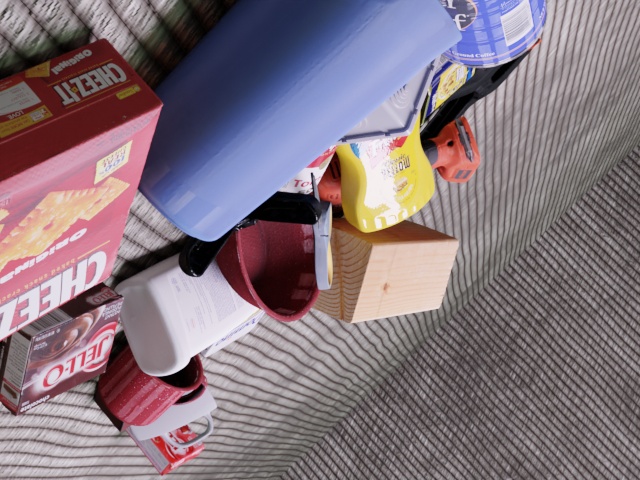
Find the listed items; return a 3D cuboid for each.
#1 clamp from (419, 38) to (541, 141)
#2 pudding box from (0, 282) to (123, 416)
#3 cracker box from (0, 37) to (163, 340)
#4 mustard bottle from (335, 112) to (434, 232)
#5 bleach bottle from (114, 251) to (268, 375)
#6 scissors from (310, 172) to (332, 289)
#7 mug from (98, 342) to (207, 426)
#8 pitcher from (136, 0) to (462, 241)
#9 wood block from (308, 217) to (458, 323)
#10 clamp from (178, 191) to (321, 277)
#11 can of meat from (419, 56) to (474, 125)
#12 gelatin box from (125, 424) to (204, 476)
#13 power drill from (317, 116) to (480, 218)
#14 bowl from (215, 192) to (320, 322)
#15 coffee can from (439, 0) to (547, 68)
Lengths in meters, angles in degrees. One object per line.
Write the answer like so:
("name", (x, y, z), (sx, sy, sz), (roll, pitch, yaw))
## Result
("clamp", (0.182, -0.184, 1.297), (0.209, 0.036, 0.165), (-38, 164, -19))
("pudding box", (-0.232, 0.094, 0.948), (0.113, 0.039, 0.090), (-23, 139, -51))
("cracker box", (-0.202, -0.014, 0.697), (0.163, 0.072, 0.214), (-32, 163, -35))
("mustard bottle", (0.053, -0.107, 1.018), (0.096, 0.058, 0.191), (-28, 128, -18))
("bleach bottle", (-0.094, 0.045, 1.096), (0.068, 0.102, 0.250), (-15, -173, 39))
("scissors", (0.000, -0.030, 1.007), (0.016, 0.096, 0.202), (0, 142, 3))
("mug", (-0.180, 0.152, 1.170), (0.117, 0.093, 0.082), (23, 124, -37))
("pitcher", (-0.027, -0.115, 0.773), (0.243, 0.145, 0.149), (-42, 131, 8))
("wood block", (0.063, 0.029, 1.194), (0.205, 0.090, 0.091), (-2, 110, -58))
("clamp", (-0.060, -0.030, 0.901), (0.120, 0.039, 0.171), (-16, -154, 2))
("can of meat", (0.117, -0.179, 1.104), (0.084, 0.057, 0.102), (-42, 166, -13))
("gelatin box", (-0.209, 0.262, 1.426), (0.030, 0.089, 0.073), (-51, 163, 29))
("power drill", (0.074, -0.070, 1.182), (0.187, 0.057, 0.184), (-18, 171, -6))
("bowl", (-0.057, 0.001, 1.051), (0.055, 0.162, 0.161), (-7, -174, 31))
("coffee can", (0.121, -0.218, 0.841), (0.103, 0.103, 0.140), (-42, 149, -5))
